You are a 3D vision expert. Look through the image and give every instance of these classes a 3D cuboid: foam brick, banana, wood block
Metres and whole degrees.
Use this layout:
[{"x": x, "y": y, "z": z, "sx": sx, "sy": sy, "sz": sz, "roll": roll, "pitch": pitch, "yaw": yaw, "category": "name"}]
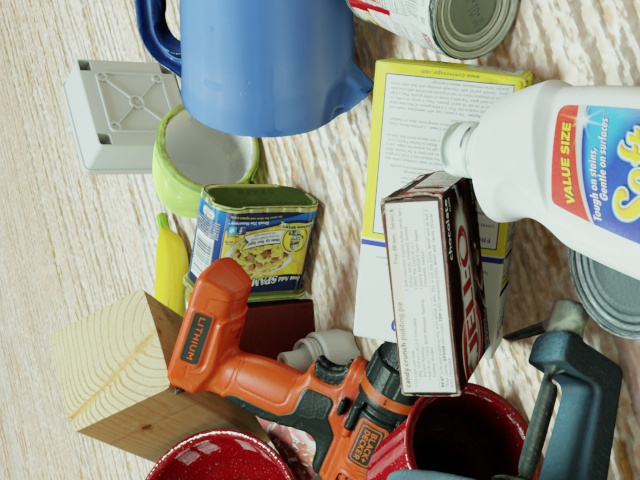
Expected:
[{"x": -0.050, "y": 0.077, "z": 0.901, "sx": 0.053, "sy": 0.078, "sz": 0.051, "roll": -4, "pitch": 90, "yaw": 57, "category": "foam brick"}, {"x": -0.162, "y": 0.074, "z": 1.131, "sx": 0.070, "sy": 0.037, "sz": 0.198, "roll": -123, "pitch": 38, "yaw": -68, "category": "banana"}, {"x": -0.132, "y": 0.130, "z": 0.918, "sx": 0.090, "sy": 0.091, "sz": 0.206, "roll": 69, "pitch": -171, "yaw": 27, "category": "wood block"}]

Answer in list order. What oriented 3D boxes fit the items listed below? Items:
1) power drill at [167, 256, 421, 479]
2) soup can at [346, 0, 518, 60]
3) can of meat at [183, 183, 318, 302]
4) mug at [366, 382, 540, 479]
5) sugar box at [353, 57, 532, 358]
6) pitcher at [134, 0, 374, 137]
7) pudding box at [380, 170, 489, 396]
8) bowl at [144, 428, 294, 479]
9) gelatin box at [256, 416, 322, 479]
[{"x": -0.009, "y": 0.086, "z": 0.772, "sx": 0.188, "sy": 0.057, "sz": 0.185, "roll": 28, "pitch": 113, "yaw": 15, "category": "power drill"}, {"x": 0.068, "y": -0.160, "z": 0.680, "sx": 0.102, "sy": 0.068, "sz": 0.068, "roll": 38, "pitch": 126, "yaw": 50, "category": "soup can"}, {"x": -0.056, "y": 0.001, "z": 0.878, "sx": 0.058, "sy": 0.101, "sz": 0.084, "roll": 40, "pitch": 125, "yaw": 50, "category": "can of meat"}, {"x": 0.089, "y": 0.156, "z": 0.683, "sx": 0.117, "sy": 0.093, "sz": 0.082, "roll": 40, "pitch": 144, "yaw": 3, "category": "mug"}, {"x": 0.075, "y": -0.021, "z": 0.667, "sx": 0.093, "sy": 0.048, "sz": 0.176, "roll": 9, "pitch": 106, "yaw": 17, "category": "sugar box"}, {"x": -0.049, "y": -0.205, "z": 0.740, "sx": 0.145, "sy": 0.149, "sz": 0.243, "roll": -122, "pitch": 25, "yaw": -49, "category": "pitcher"}, {"x": 0.067, "y": 0.022, "z": 0.605, "sx": 0.039, "sy": 0.090, "sz": 0.113, "roll": -5, "pitch": 100, "yaw": 19, "category": "pudding box"}, {"x": -0.075, "y": 0.238, "z": 0.871, "sx": 0.162, "sy": 0.055, "sz": 0.162, "roll": -9, "pitch": 68, "yaw": 24, "category": "bowl"}, {"x": -0.010, "y": 0.147, "z": 0.871, "sx": 0.073, "sy": 0.030, "sz": 0.089, "roll": -56, "pitch": 49, "yaw": 26, "category": "gelatin box"}]
